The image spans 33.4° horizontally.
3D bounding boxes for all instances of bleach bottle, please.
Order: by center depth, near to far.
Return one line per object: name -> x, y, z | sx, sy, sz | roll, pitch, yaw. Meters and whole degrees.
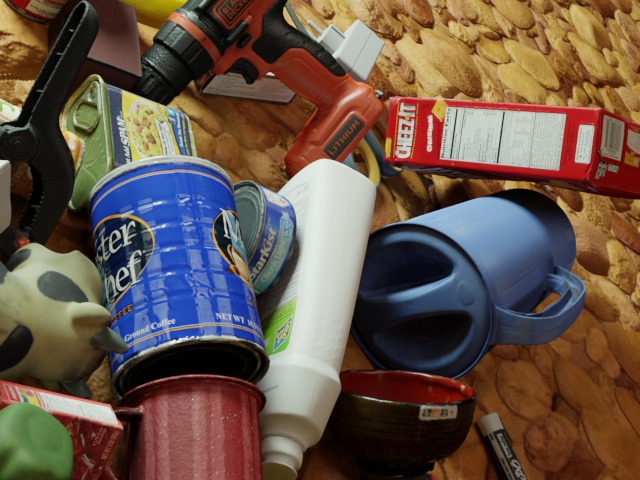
bleach bottle -> -0.016, 0.061, 0.785 | 0.068, 0.103, 0.250 | 26, 49, -19

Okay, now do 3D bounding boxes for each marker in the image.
marker -> 0.165, 0.203, 0.895 | 0.020, 0.020, 0.121 | 0, 59, -45

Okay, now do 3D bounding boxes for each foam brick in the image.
foam brick -> -0.175, -0.147, 0.826 | 0.051, 0.053, 0.078 | 16, 48, -36

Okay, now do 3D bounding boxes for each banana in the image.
banana -> -0.162, -0.224, 0.894 | 0.198, 0.069, 0.037 | 38, 0, -3

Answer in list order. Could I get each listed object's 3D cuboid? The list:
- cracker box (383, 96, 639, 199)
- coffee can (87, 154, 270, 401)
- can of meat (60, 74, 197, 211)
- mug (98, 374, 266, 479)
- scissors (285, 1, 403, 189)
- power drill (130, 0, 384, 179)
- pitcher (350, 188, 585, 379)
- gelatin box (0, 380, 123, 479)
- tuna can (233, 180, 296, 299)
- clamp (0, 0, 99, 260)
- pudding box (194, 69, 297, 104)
cracker box -> 0.192, -0.086, 1.005 | 0.163, 0.214, 0.072 | 5, 93, -53
coffee can -> -0.097, 0.029, 0.712 | 0.102, 0.103, 0.140 | 13, 50, -38
can of meat -> -0.139, -0.061, 0.786 | 0.083, 0.058, 0.102 | 17, 48, -39
mug -> -0.086, 0.134, 0.644 | 0.117, 0.093, 0.081 | 21, 50, -38
scissors -> 0.012, -0.125, 0.990 | 0.201, 0.016, 0.096 | 48, 41, -25
power drill -> -0.050, -0.129, 0.886 | 0.187, 0.184, 0.057 | 45, -8, -27
pitcher -> 0.143, 0.029, 0.927 | 0.149, 0.145, 0.242 | 56, 35, 8
gelatin box -> -0.160, 0.125, 0.579 | 0.073, 0.089, 0.030 | 21, 11, -34
tuna can -> -0.055, 0.001, 0.792 | 0.033, 0.086, 0.086 | 23, 44, -32
clamp -> -0.186, -0.071, 0.672 | 0.120, 0.171, 0.039 | -15, 25, -20
pudding box -> -0.073, -0.173, 0.963 | 0.113, 0.039, 0.090 | -1, 61, -43
